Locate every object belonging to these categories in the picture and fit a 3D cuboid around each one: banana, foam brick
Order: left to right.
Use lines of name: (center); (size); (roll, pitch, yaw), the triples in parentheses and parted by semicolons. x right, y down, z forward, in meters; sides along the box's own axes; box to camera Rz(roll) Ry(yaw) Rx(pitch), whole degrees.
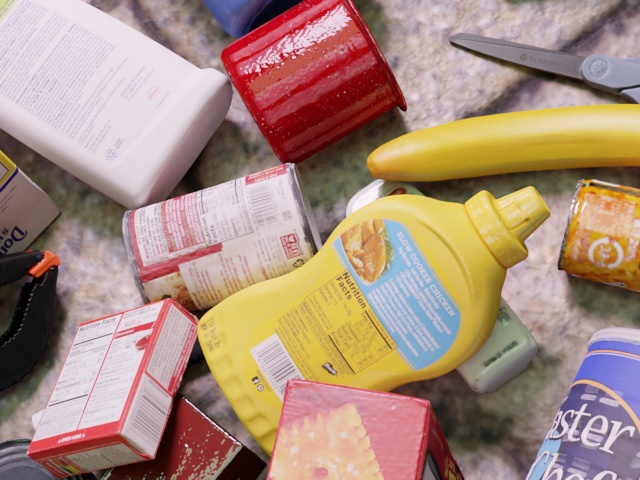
foam brick: (-0.077, 0.131, 0.574); (0.051, 0.053, 0.078); (36, 79, 22)
banana: (0.128, -0.056, 0.606); (0.198, 0.069, 0.037); (-2, 99, 17)

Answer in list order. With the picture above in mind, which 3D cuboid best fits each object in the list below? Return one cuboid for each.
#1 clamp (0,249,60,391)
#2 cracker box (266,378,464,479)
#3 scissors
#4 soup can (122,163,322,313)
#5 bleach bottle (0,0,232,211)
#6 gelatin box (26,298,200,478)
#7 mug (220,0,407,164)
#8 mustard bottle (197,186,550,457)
clamp: (-0.221, 0.065, 0.609); (0.039, 0.120, 0.171); (5, 59, 52)
cracker box: (0.008, 0.187, 0.473); (0.072, 0.164, 0.213); (8, 69, 16)
scissors: (0.184, -0.114, 0.638); (0.202, 0.016, 0.096); (34, 89, 22)
soup can: (-0.054, 0.001, 0.615); (0.102, 0.068, 0.068); (-17, 66, 3)
bleach bottle: (-0.184, -0.122, 0.656); (0.251, 0.068, 0.102); (34, 80, 5)
gelatin box: (-0.110, 0.079, 0.573); (0.073, 0.030, 0.089); (-18, 40, 34)
mug: (-0.009, -0.103, 0.645); (0.081, 0.093, 0.117); (-30, 35, 3)
mustard bottle: (0.034, 0.032, 0.557); (0.192, 0.058, 0.096); (-35, 82, 16)
